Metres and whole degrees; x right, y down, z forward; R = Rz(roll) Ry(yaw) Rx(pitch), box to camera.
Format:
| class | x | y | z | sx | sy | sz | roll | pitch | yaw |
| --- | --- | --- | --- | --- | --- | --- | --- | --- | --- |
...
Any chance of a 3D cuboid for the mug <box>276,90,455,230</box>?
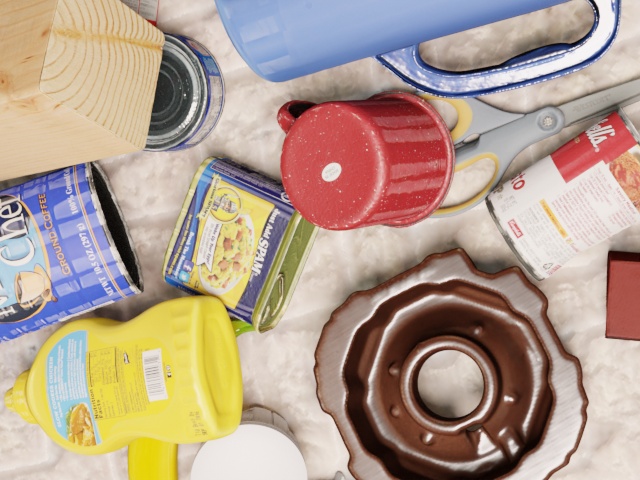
| class | x | y | z | sx | sy | sz | roll | pitch | yaw |
| --- | --- | --- | --- | --- | --- | --- | --- | --- | --- |
| mug | 0.020 | -0.057 | 0.695 | 0.117 | 0.081 | 0.093 | 41 | 117 | 23 |

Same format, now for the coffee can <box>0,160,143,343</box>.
| class | x | y | z | sx | sy | sz | roll | pitch | yaw |
| --- | --- | --- | --- | --- | --- | --- | --- | --- | --- |
| coffee can | -0.207 | 0.013 | 0.746 | 0.140 | 0.103 | 0.103 | -20 | 90 | -2 |

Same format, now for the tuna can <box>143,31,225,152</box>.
| class | x | y | z | sx | sy | sz | roll | pitch | yaw |
| --- | --- | --- | --- | --- | --- | --- | --- | --- | --- |
| tuna can | -0.114 | -0.106 | 0.762 | 0.086 | 0.033 | 0.086 | 2 | 96 | 16 |

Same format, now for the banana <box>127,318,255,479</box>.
| class | x | y | z | sx | sy | sz | roll | pitch | yaw |
| --- | --- | --- | --- | --- | --- | --- | --- | --- | --- |
| banana | -0.107 | 0.134 | 0.785 | 0.070 | 0.037 | 0.198 | 24 | 102 | 12 |

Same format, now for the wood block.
| class | x | y | z | sx | sy | sz | roll | pitch | yaw |
| --- | --- | --- | --- | --- | --- | --- | --- | --- | --- |
| wood block | -0.217 | -0.101 | 0.719 | 0.206 | 0.090 | 0.090 | -8 | 65 | 34 |

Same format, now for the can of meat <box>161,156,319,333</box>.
| class | x | y | z | sx | sy | sz | roll | pitch | yaw |
| --- | --- | --- | --- | --- | --- | --- | --- | --- | --- |
| can of meat | -0.055 | 0.001 | 0.746 | 0.084 | 0.057 | 0.102 | 25 | 101 | 14 |

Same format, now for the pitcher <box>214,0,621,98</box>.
| class | x | y | z | sx | sy | sz | roll | pitch | yaw |
| --- | --- | --- | --- | --- | --- | --- | --- | --- | --- |
| pitcher | 0.062 | -0.173 | 0.662 | 0.243 | 0.144 | 0.149 | -16 | 61 | 20 |

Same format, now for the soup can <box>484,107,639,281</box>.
| class | x | y | z | sx | sy | sz | roll | pitch | yaw |
| --- | --- | --- | --- | --- | --- | --- | --- | --- | --- |
| soup can | 0.164 | -0.028 | 0.675 | 0.102 | 0.068 | 0.068 | -34 | 86 | 17 |

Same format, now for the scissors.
| class | x | y | z | sx | sy | sz | roll | pitch | yaw |
| --- | --- | --- | --- | --- | --- | --- | --- | --- | --- |
| scissors | 0.133 | -0.090 | 0.704 | 0.202 | 0.016 | 0.096 | -35 | 86 | 16 |

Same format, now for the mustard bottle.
| class | x | y | z | sx | sy | sz | roll | pitch | yaw |
| --- | --- | --- | --- | --- | --- | --- | --- | --- | --- |
| mustard bottle | -0.147 | 0.100 | 0.747 | 0.192 | 0.058 | 0.096 | -13 | 83 | 28 |
